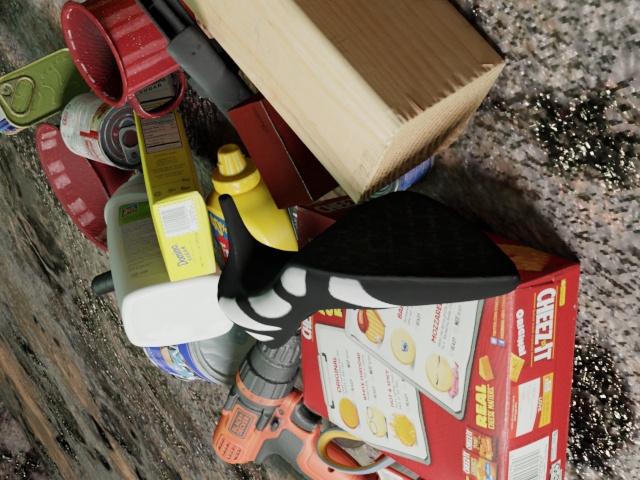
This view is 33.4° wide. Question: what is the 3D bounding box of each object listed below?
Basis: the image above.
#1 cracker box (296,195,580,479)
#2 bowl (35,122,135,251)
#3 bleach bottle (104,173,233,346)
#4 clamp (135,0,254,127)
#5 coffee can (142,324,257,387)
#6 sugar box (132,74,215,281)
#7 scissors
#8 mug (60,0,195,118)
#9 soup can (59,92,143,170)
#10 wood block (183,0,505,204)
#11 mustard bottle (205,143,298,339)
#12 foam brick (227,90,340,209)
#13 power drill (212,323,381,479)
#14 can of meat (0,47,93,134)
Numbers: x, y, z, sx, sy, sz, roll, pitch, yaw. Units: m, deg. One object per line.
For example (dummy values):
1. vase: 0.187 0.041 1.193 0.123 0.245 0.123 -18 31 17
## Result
1. cracker box: 0.073 0.069 0.736 0.214 0.071 0.164 23 120 50
2. bowl: -0.248 -0.069 1.183 0.162 0.055 0.162 40 149 30
3. bleach bottle: -0.151 0.002 1.020 0.251 0.102 0.068 -115 19 -57
4. clamp: -0.078 -0.121 0.762 0.209 0.036 0.165 50 -176 -44
5. coffee can: -0.110 0.090 1.073 0.141 0.102 0.103 -3 117 61
6. sugar box: -0.132 -0.059 0.928 0.093 0.048 0.176 86 167 -44
7. scissors: 0.088 0.138 0.834 0.202 0.096 0.016 -12 153 24
8. mug: -0.150 -0.159 0.885 0.093 0.081 0.117 6 124 58
9. soup can: -0.209 -0.110 1.056 0.102 0.068 0.068 18 134 53
10. wood block: 0.000 -0.138 0.645 0.206 0.090 0.090 51 152 13
11. mustard bottle: -0.056 0.001 0.933 0.096 0.058 0.191 30 143 47
12. foam brick: -0.015 -0.068 0.713 0.053 0.051 0.078 -4 116 60
13. power drill: 0.005 0.166 0.940 0.188 0.057 0.185 32 131 8
14. can of meat: -0.299 -0.155 1.123 0.084 0.102 0.057 -4 115 63
